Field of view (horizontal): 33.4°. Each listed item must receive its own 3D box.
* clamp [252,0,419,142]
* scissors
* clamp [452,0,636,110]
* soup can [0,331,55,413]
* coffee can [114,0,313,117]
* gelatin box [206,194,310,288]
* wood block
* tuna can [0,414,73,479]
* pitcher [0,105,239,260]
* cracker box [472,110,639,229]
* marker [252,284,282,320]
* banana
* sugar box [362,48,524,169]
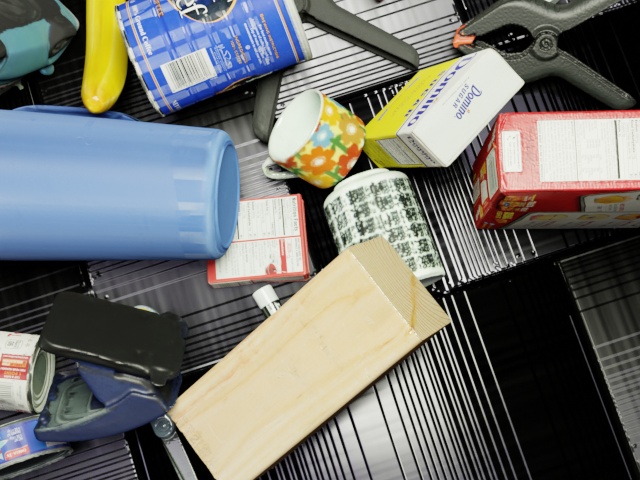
[{"bbox_3d":[-0.014,-0.210,0.978,0.164,0.036,0.210,-19,81,-3],"label":"clamp"},{"bbox_3d":[-0.155,0.157,0.918,0.096,0.016,0.202,-11,78,1],"label":"scissors"},{"bbox_3d":[0.207,-0.187,0.945,0.171,0.039,0.120,11,107,4],"label":"clamp"},{"bbox_3d":[-0.285,0.110,0.906,0.102,0.068,0.068,5,78,3],"label":"soup can"},{"bbox_3d":[-0.089,-0.178,0.907,0.140,0.103,0.103,-22,78,2],"label":"coffee can"},{"bbox_3d":[-0.056,0.001,0.940,0.089,0.030,0.073,-6,77,2],"label":"gelatin box"},{"bbox_3d":[-0.010,0.099,0.845,0.206,0.090,0.090,-42,80,20],"label":"wood block"},{"bbox_3d":[-0.251,0.173,0.883,0.086,0.086,0.034,-20,77,-2],"label":"tuna can"},{"bbox_3d":[-0.193,-0.050,0.899,0.243,0.145,0.149,3,86,7],"label":"pitcher"},{"bbox_3d":[0.240,-0.057,0.872,0.213,0.164,0.072,-2,80,2],"label":"cracker box"},{"bbox_3d":[-0.021,0.094,0.924,0.020,0.020,0.121,-31,79,-4],"label":"marker"},{"bbox_3d":[-0.196,-0.181,0.954,0.037,0.069,0.198,-11,61,8],"label":"banana"},{"bbox_3d":[0.092,-0.105,0.881,0.048,0.176,0.093,44,83,-9],"label":"sugar box"}]
